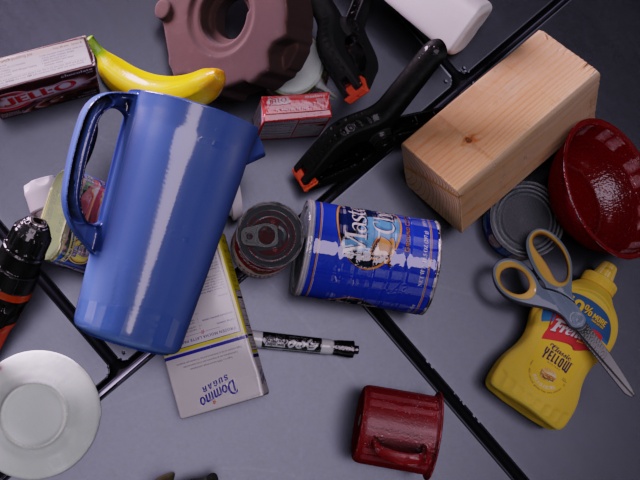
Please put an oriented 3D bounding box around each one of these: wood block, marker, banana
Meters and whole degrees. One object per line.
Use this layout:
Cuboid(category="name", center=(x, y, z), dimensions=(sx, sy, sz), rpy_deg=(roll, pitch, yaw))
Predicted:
Cuboid(category="wood block", center=(0.195, -0.119, 1.156), dimensions=(0.206, 0.090, 0.091), rpy_deg=(-39, 62, -12))
Cuboid(category="marker", center=(-0.018, 0.111, 1.141), dimensions=(0.121, 0.020, 0.020), rpy_deg=(7, 81, -7))
Cuboid(category="banana", center=(-0.169, -0.163, 1.110), dimensions=(0.198, 0.069, 0.037), rpy_deg=(18, 62, 32))

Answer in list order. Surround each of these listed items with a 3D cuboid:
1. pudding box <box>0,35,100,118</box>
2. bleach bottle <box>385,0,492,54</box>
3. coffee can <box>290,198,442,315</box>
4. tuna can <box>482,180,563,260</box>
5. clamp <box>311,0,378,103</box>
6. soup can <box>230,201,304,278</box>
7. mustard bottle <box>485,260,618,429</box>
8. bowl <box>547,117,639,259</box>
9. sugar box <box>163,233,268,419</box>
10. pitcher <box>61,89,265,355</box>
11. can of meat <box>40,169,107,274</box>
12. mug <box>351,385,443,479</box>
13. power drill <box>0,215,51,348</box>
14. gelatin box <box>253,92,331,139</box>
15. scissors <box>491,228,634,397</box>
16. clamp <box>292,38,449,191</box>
Cuboid(category="pudding box", center=(-0.289, -0.168, 1.106), dimensions=(0.113, 0.090, 0.039), rpy_deg=(-19, 84, -11))
Cuboid(category="bleach bottle", center=(0.069, -0.307, 1.185), dimensions=(0.251, 0.102, 0.068), rpy_deg=(38, 111, 5))
Cuboid(category="coffee can", center=(0.046, 0.018, 1.122), dimensions=(0.140, 0.103, 0.103), rpy_deg=(9, 80, -7))
Cuboid(category="tuna can", center=(0.225, -0.021, 1.189), dimensions=(0.086, 0.034, 0.086), rpy_deg=(1, 82, -8))
Cuboid(category="clamp", center=(0.016, -0.228, 1.137), dimensions=(0.120, 0.039, 0.171), rpy_deg=(18, 49, -32))
Cuboid(category="soup can", center=(-0.057, 0.001, 1.109), dimensions=(0.068, 0.102, 0.068), rpy_deg=(1, 81, -9))
Cuboid(category="mustard bottle", center=(0.268, 0.104, 1.164), dimensions=(0.096, 0.058, 0.191), rpy_deg=(34, 78, 3))
Cuboid(category="bowl", center=(0.301, -0.050, 1.174), dimensions=(0.161, 0.055, 0.162), rpy_deg=(16, 64, -35))
Cuboid(category="sugar box", center=(-0.122, 0.088, 1.109), dimensions=(0.093, 0.048, 0.176), rpy_deg=(-16, 87, 5))
Cuboid(category="pitcher", center=(-0.164, -0.020, 1.033), dimensions=(0.149, 0.145, 0.243), rpy_deg=(16, 87, 16))
Cuboid(category="can of meat", center=(-0.237, -0.015, 1.089), dimensions=(0.083, 0.058, 0.102), rpy_deg=(23, 76, -42))
Cuboid(category="mug", center=(0.078, 0.200, 1.097), dimensions=(0.081, 0.117, 0.093), rpy_deg=(10, 107, -2))
Cuboid(category="power drill", center=(-0.369, 0.016, 1.049), dimensions=(0.187, 0.057, 0.185), rpy_deg=(33, 112, 2))
Cuboid(category="gelatin box", center=(-0.031, -0.133, 1.139), dimensions=(0.073, 0.089, 0.030), rpy_deg=(-5, 83, -9))
Cuboid(category="scissors", center=(0.250, 0.084, 1.131), dimensions=(0.096, 0.016, 0.202), rpy_deg=(-18, 72, 0))
Cuboid(category="clamp", center=(0.068, -0.118, 1.150), dimensions=(0.210, 0.164, 0.036), rpy_deg=(-36, 63, 10))
